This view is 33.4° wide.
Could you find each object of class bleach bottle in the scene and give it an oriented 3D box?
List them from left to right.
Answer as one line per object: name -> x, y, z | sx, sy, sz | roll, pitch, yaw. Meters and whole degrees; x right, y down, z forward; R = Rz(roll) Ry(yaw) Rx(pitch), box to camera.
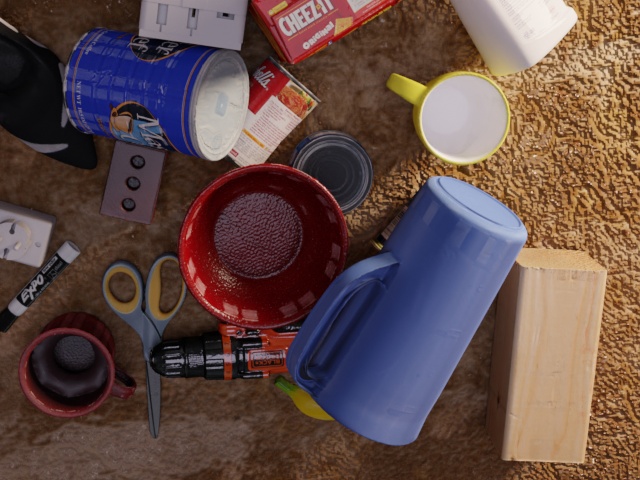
bleach bottle -> 0.143, -0.284, 1.004 | 0.102, 0.068, 0.250 | -46, 112, -28

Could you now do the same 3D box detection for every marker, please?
marker -> -0.292, 0.049, 1.090 | 0.020, 0.020, 0.121 | 43, 96, -13

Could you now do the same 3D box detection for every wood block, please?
wood block -> 0.233, 0.118, 1.118 | 0.090, 0.091, 0.206 | 3, 103, -4

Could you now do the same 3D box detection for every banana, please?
banana -> 0.054, 0.145, 1.135 | 0.198, 0.037, 0.069 | -22, 106, 0

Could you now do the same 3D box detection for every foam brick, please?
foam brick -> -0.184, -0.060, 1.058 | 0.053, 0.051, 0.078 | 12, 101, -8

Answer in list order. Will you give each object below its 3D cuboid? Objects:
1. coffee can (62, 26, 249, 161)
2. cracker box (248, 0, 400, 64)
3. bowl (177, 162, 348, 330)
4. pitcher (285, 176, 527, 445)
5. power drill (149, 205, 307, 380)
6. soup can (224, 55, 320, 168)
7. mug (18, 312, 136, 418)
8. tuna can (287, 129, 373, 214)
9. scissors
coffee can -> -0.151, -0.137, 0.991 | 0.140, 0.102, 0.103 | 14, 103, 21
cracker box -> 0.019, -0.229, 0.956 | 0.164, 0.214, 0.072 | -32, 102, 2
bowl -> -0.057, 0.001, 1.020 | 0.162, 0.055, 0.162 | -2, 105, -9
pitcher -> 0.083, 0.063, 1.012 | 0.145, 0.149, 0.243 | 32, 109, 8
power drill -> -0.084, 0.052, 1.089 | 0.184, 0.057, 0.188 | -3, 106, -12
soup can -> -0.058, -0.121, 1.048 | 0.068, 0.068, 0.102 | 41, 97, -12
mug -> -0.240, 0.126, 1.080 | 0.117, 0.081, 0.093 | 24, 99, -10
tuna can -> 0.010, -0.068, 1.084 | 0.086, 0.034, 0.086 | -1, 103, -5
scissors -> -0.193, 0.105, 1.112 | 0.096, 0.016, 0.202 | 14, 100, -11
